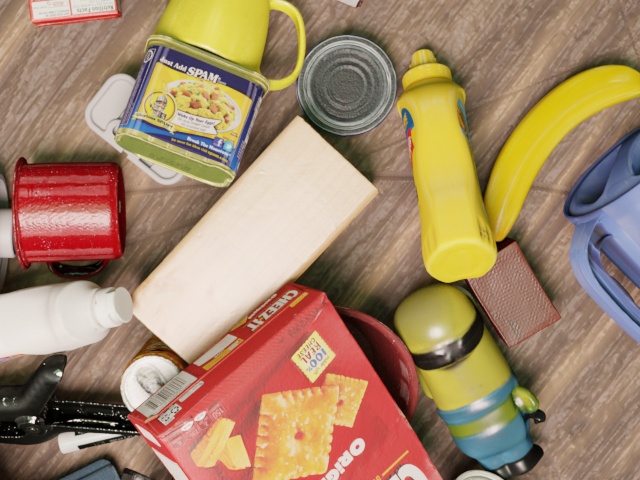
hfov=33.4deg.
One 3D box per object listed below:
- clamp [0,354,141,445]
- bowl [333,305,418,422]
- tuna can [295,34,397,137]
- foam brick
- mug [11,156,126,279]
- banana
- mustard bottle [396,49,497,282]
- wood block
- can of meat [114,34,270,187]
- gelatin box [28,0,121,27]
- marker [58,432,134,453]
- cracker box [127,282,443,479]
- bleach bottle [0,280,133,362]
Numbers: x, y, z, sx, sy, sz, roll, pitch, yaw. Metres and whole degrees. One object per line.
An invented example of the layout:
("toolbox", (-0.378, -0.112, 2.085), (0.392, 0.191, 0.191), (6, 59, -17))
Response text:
("clamp", (-0.227, 0.146, 0.898), (0.172, 0.039, 0.120), (-21, 132, 37))
("bowl", (0.001, 0.116, 0.902), (0.162, 0.055, 0.162), (0, 113, 0))
("tuna can", (0.022, -0.130, 0.898), (0.086, 0.034, 0.086), (0, 96, -1))
("foam brick", (0.159, 0.043, 0.909), (0.053, 0.051, 0.078), (-31, 95, 4))
("mug", (-0.205, -0.014, 0.888), (0.081, 0.093, 0.117), (-2, 127, -5))
("banana", (0.199, -0.086, 0.896), (0.198, 0.037, 0.070), (-41, 71, 7))
("mustard bottle", (0.098, -0.069, 0.867), (0.058, 0.096, 0.191), (-11, 69, 8))
("wood block", (-0.055, 0.002, 0.883), (0.090, 0.091, 0.206), (43, 94, -5))
("can of meat", (-0.101, -0.099, 0.830), (0.102, 0.057, 0.084), (21, 75, -11))
("gelatin box", (-0.208, -0.226, 0.888), (0.073, 0.030, 0.089), (-7, 96, -1))
("marker", (-0.169, 0.165, 0.936), (0.121, 0.020, 0.020), (-13, 96, 1))
("cracker box", (-0.017, 0.166, 0.816), (0.164, 0.072, 0.213), (-39, 111, -19))
("bleach bottle", (-0.269, 0.072, 0.850), (0.251, 0.102, 0.068), (-12, 84, 19))
